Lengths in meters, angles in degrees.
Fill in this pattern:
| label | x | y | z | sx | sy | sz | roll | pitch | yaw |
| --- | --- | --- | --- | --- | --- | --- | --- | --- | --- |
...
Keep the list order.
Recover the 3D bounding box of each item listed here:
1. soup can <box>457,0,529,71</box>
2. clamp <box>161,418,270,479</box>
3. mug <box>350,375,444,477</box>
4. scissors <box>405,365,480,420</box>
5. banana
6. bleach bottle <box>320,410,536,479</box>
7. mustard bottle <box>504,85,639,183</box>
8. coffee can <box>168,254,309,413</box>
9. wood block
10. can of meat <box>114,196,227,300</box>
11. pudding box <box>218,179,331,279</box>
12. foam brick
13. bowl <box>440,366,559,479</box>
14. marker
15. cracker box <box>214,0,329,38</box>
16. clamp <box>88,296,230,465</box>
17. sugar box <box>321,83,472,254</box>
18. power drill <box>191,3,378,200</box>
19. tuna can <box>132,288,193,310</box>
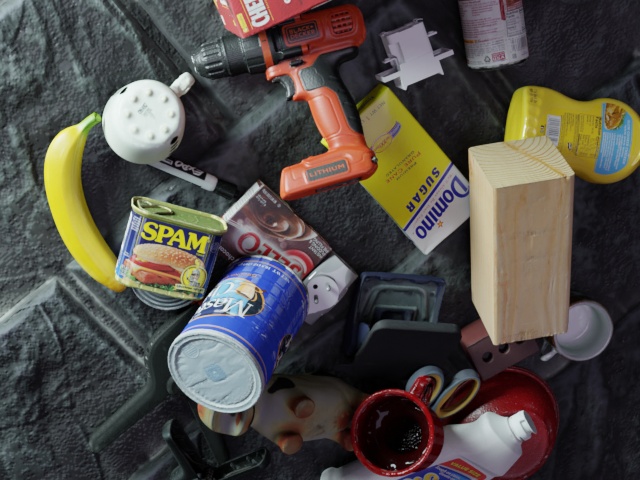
| label | x | y | z | sx | sy | sz | roll | pitch | yaw |
| --- | --- | --- | --- | --- | --- | --- | --- | --- | --- |
| soup can | 0.183 | -0.239 | 1.141 | 0.068 | 0.068 | 0.102 | -14 | 108 | -7 |
| clamp | -0.118 | 0.265 | 1.197 | 0.120 | 0.039 | 0.171 | 16 | 139 | 9 |
| mug | 0.094 | 0.202 | 1.172 | 0.093 | 0.081 | 0.117 | 22 | 85 | 23 |
| scissors | 0.102 | 0.215 | 1.250 | 0.096 | 0.016 | 0.202 | 33 | 111 | -33 |
| banana | -0.252 | -0.035 | 1.124 | 0.070 | 0.037 | 0.198 | 0 | 112 | 17 |
| bleach bottle | 0.129 | 0.260 | 1.233 | 0.251 | 0.068 | 0.102 | -31 | 117 | 18 |
| mustard bottle | 0.306 | -0.114 | 1.203 | 0.191 | 0.058 | 0.096 | 7 | 89 | -13 |
| coffee can | -0.082 | 0.095 | 1.110 | 0.103 | 0.140 | 0.103 | 11 | 126 | 16 |
| wood block | 0.218 | 0.002 | 1.165 | 0.090 | 0.091 | 0.206 | -9 | 124 | -4 |
| can of meat | -0.158 | 0.010 | 1.115 | 0.102 | 0.057 | 0.084 | 15 | 105 | -14 |
| pudding box | -0.058 | 0.001 | 1.178 | 0.090 | 0.039 | 0.113 | -45 | 108 | 5 |
| foam brick | 0.207 | 0.118 | 1.254 | 0.078 | 0.051 | 0.053 | -29 | 109 | -2 |
| bowl | 0.222 | 0.235 | 1.289 | 0.162 | 0.055 | 0.162 | -3 | 106 | -10 |
| marker | -0.143 | -0.072 | 1.151 | 0.121 | 0.020 | 0.020 | 23 | 100 | -16 |
| cracker box | -0.001 | -0.275 | 1.045 | 0.213 | 0.164 | 0.072 | -24 | 107 | -4 |
| clamp | -0.151 | 0.165 | 1.207 | 0.164 | 0.036 | 0.210 | 19 | 101 | -22 |
| sugar box | 0.092 | -0.077 | 1.181 | 0.093 | 0.048 | 0.176 | -43 | 107 | 3 |
| power drill | -0.027 | -0.140 | 1.107 | 0.184 | 0.057 | 0.187 | -15 | 88 | 2 |
| tuna can | -0.167 | 0.030 | 1.168 | 0.086 | 0.034 | 0.086 | -3 | 106 | -10 |
